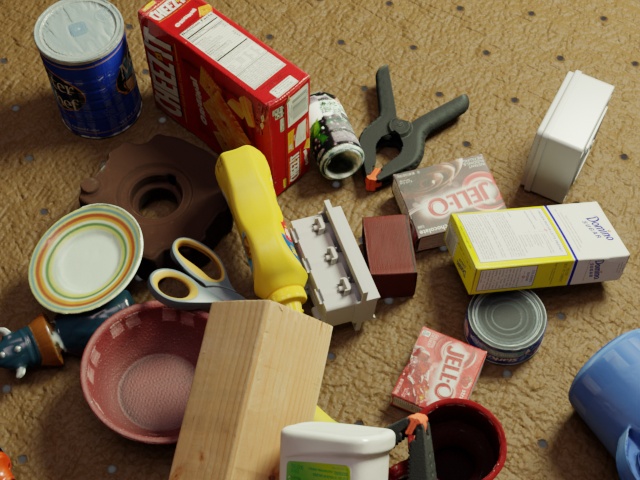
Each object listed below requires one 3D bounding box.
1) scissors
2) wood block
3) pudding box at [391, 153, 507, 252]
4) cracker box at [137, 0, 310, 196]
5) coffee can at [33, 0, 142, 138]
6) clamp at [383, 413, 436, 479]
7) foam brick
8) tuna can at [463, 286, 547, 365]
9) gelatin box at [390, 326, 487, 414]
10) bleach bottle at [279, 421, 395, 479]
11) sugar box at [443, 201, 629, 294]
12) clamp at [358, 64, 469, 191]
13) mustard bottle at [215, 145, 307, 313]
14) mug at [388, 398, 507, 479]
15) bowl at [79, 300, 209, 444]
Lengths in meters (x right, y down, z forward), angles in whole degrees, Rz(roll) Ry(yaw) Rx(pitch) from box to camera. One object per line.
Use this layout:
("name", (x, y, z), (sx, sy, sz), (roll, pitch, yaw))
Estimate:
("scissors", (-0.098, 0.075, 1.103), (0.096, 0.016, 0.202), (-30, 66, -35))
("wood block", (-0.067, 0.167, 1.008), (0.090, 0.090, 0.206), (-5, 66, 46))
("pudding box", (0.147, -0.043, 1.213), (0.113, 0.039, 0.090), (-15, 59, -7))
("cracker box", (-0.109, -0.170, 1.228), (0.214, 0.164, 0.072), (38, 64, 22))
("coffee can", (-0.273, -0.203, 1.267), (0.103, 0.140, 0.103), (-1, 57, 1))
("clamp", (0.054, 0.258, 0.975), (0.165, 0.036, 0.210), (34, 100, 15))
("foam brick", (0.075, 0.018, 1.169), (0.051, 0.053, 0.078), (-5, 57, -2))
("tuna can", (0.196, 0.087, 1.133), (0.086, 0.034, 0.086), (-1, 58, 1))
("gelatin box", (0.123, 0.141, 1.102), (0.073, 0.030, 0.089), (22, 61, 14))
("bleach bottle", (0.012, 0.290, 0.933), (0.103, 0.068, 0.251), (0, 89, 32))
("sugar box", (0.232, 0.007, 1.152), (0.176, 0.048, 0.093), (-2, 42, -14))
("clamp", (0.105, -0.129, 1.271), (0.120, 0.039, 0.171), (12, 65, 14))
("mustard bottle", (-0.057, 0.001, 1.122), (0.058, 0.096, 0.192), (-18, 68, -4))
("mug", (0.117, 0.214, 1.026), (0.117, 0.081, 0.093), (-20, 59, -11))
("bowl", (-0.162, 0.143, 1.088), (0.162, 0.055, 0.162), (4, 55, -6))
